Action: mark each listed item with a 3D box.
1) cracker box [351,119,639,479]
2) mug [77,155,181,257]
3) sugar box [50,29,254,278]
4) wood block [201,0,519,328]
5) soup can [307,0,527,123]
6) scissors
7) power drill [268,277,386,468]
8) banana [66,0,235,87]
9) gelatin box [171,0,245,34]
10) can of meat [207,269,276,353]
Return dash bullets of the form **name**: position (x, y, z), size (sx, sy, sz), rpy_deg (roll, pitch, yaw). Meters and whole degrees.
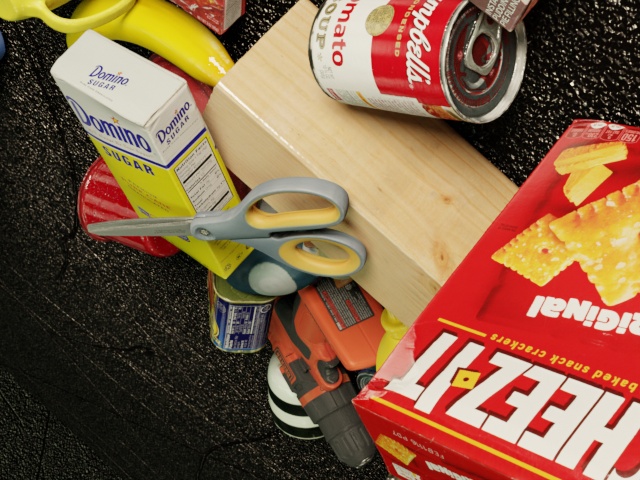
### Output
- **cracker box**: position (0.143, 0.041, 0.506), size (0.164, 0.213, 0.072), rpy_deg (18, 147, 42)
- **mug**: position (-0.160, -0.030, 1.011), size (0.082, 0.093, 0.117), rpy_deg (19, 179, 32)
- **sugar box**: position (-0.106, -0.052, 0.712), size (0.093, 0.048, 0.176), rpy_deg (30, 161, 30)
- **wood block**: position (0.029, -0.043, 0.689), size (0.206, 0.090, 0.091), rpy_deg (41, 156, -1)
- **soup can**: position (0.051, -0.103, 0.581), size (0.102, 0.068, 0.068), rpy_deg (16, 145, 45)
- **scissors**: position (-0.054, 0.001, 0.683), size (0.202, 0.016, 0.096), rpy_deg (-13, 136, 40)
- **power drill**: position (0.010, 0.104, 0.948), size (0.184, 0.057, 0.188), rpy_deg (58, 156, 15)
- **banana**: position (-0.135, -0.154, 0.804), size (0.198, 0.037, 0.069), rpy_deg (14, 133, 42)
- **gelatin box**: position (-0.090, -0.187, 0.696), size (0.089, 0.030, 0.073), rpy_deg (37, 155, 11)
- **can of meat**: position (-0.070, 0.036, 0.937), size (0.057, 0.102, 0.084), rpy_deg (1, 141, -10)
